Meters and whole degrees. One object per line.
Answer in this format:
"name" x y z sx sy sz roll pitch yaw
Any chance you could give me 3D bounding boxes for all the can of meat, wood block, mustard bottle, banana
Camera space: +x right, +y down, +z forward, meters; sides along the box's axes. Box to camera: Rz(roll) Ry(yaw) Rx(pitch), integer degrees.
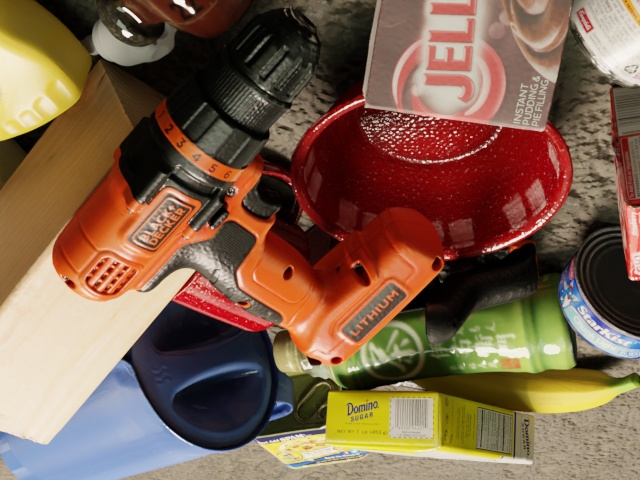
"can of meat" -0.010 0.157 0.931 0.102 0.057 0.083 -13 143 24
"wood block" -0.146 0.011 0.634 0.090 0.091 0.206 29 110 -39
"mustard bottle" -0.212 -0.132 0.547 0.096 0.058 0.191 -12 139 28
"banana" 0.152 0.111 0.864 0.198 0.037 0.070 4 142 2

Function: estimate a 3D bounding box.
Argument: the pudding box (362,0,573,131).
"pudding box" 0.072 -0.114 0.513 0.090 0.039 0.113 7 108 -4

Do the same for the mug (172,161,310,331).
"mug" -0.055 0.001 0.703 0.081 0.093 0.117 27 103 -35

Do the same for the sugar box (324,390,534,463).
"sugar box" 0.089 0.143 0.815 0.093 0.048 0.176 -4 168 32

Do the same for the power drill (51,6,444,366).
"power drill" -0.021 -0.016 0.569 0.187 0.057 0.185 30 116 -37

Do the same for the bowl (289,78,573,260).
"bowl" 0.064 -0.054 0.627 0.162 0.055 0.162 3 144 2

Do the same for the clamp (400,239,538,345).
"clamp" 0.075 0.030 0.692 0.120 0.039 0.171 9 -164 39

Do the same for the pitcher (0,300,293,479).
"pitcher" -0.149 0.130 0.855 0.243 0.144 0.149 -27 99 42
